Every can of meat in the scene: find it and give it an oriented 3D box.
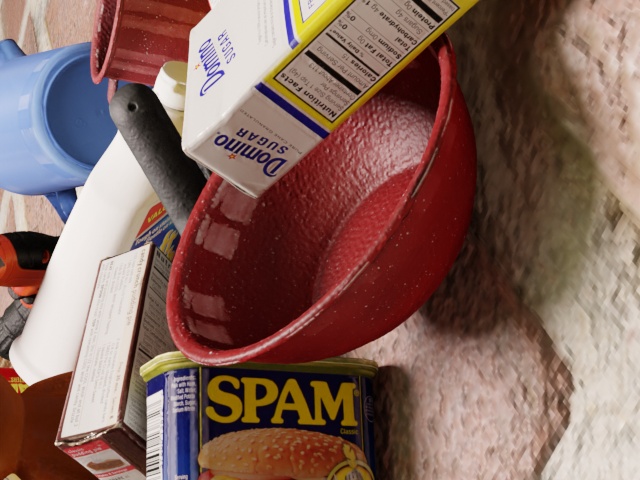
[{"bbox_3d":[-0.025,0.094,0.454,0.058,0.102,0.084,-33,55,58],"label":"can of meat"}]

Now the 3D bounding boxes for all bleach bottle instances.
[{"bbox_3d":[-0.135,-0.007,0.727,0.068,0.102,0.251,38,125,20],"label":"bleach bottle"}]

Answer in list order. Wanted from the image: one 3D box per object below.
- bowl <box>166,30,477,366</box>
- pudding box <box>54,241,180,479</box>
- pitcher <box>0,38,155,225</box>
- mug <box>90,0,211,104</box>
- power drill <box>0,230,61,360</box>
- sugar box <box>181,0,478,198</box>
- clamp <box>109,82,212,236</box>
[{"bbox_3d":[0.009,-0.010,0.428,0.162,0.055,0.162,-37,32,28],"label":"bowl"},{"bbox_3d":[-0.077,0.071,0.517,0.039,0.090,0.113,-22,40,21],"label":"pudding box"},{"bbox_3d":[-0.217,-0.094,0.918,0.243,0.149,0.145,6,72,62],"label":"pitcher"},{"bbox_3d":[-0.108,-0.134,0.724,0.093,0.081,0.117,-119,41,-57],"label":"mug"},{"bbox_3d":[-0.238,0.038,0.811,0.185,0.187,0.057,-46,76,20],"label":"power drill"},{"bbox_3d":[0.018,-0.103,0.409,0.176,0.048,0.093,-42,32,29],"label":"sugar box"},{"bbox_3d":[-0.054,0.001,0.536,0.039,0.120,0.171,-34,65,4],"label":"clamp"}]
